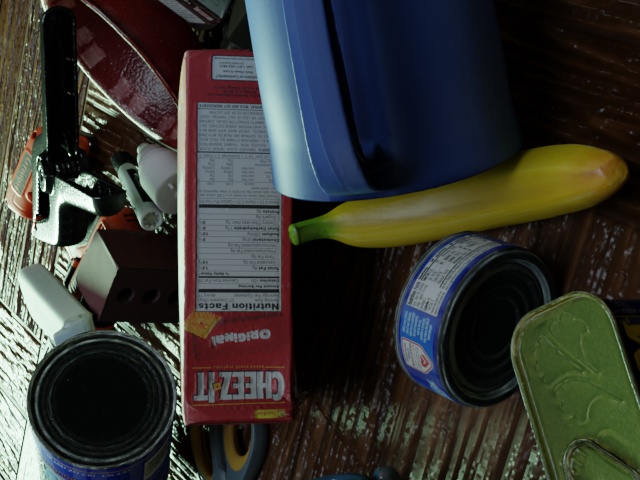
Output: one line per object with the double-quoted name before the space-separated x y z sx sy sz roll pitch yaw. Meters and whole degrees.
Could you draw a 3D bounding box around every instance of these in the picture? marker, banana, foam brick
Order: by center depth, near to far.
"banana" 0.078 -0.019 0.561 0.198 0.069 0.037 -13 102 38
"foam brick" -0.139 0.028 0.827 0.051 0.078 0.053 54 128 41
"marker" -0.152 -0.044 0.877 0.121 0.020 0.020 53 128 54

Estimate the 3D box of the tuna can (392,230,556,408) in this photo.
"tuna can" 0.080 0.040 0.540 0.034 0.085 0.086 22 105 49

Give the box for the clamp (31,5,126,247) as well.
"clamp" -0.190 -0.047 0.804 0.164 0.036 0.210 68 151 26

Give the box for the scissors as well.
"scissors" -0.056 0.196 0.760 0.096 0.016 0.202 -39 59 44

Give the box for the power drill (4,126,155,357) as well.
"power drill" -0.223 0.003 0.954 0.185 0.057 0.188 -56 50 29

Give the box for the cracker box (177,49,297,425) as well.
"cracker box" -0.054 0.001 0.677 0.164 0.072 0.214 162 108 -82

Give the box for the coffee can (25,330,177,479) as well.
"coffee can" -0.160 0.142 0.787 0.140 0.102 0.103 107 147 -58

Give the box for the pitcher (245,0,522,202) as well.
"pitcher" 0.016 -0.144 0.519 0.149 0.144 0.243 25 131 61

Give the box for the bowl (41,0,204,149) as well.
"bowl" -0.137 -0.146 0.811 0.055 0.162 0.162 -46 37 -16
